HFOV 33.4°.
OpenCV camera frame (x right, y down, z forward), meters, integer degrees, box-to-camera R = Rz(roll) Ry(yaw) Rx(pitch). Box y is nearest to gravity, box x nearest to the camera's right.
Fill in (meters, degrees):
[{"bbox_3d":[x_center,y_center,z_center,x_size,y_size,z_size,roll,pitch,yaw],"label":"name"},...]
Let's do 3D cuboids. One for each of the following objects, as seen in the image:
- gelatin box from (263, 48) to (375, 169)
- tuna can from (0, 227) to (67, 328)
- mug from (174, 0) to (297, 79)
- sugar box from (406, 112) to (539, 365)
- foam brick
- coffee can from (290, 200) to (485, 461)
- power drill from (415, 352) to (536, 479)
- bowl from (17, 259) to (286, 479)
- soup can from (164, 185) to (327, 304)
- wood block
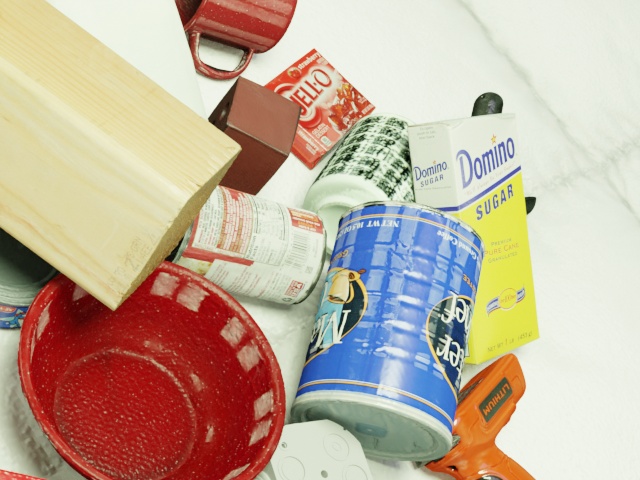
[{"bbox_3d":[-0.006,-0.108,0.862,0.073,0.030,0.089,44,43,2],"label":"gelatin box"},{"bbox_3d":[-0.189,0.009,0.640,0.086,0.034,0.086,19,49,-23],"label":"tuna can"},{"bbox_3d":[-0.072,-0.185,0.842,0.081,0.093,0.117,12,82,-34],"label":"mug"},{"bbox_3d":[0.116,-0.004,0.795,0.093,0.048,0.176,-14,101,-48],"label":"sugar box"},{"bbox_3d":[-0.057,-0.068,0.761,0.051,0.078,0.053,28,46,-18],"label":"foam brick"},{"bbox_3d":[0.046,0.060,0.695,0.102,0.103,0.140,24,62,-18],"label":"coffee can"},{"bbox_3d":[0.166,0.174,0.749,0.188,0.057,0.184,49,44,7],"label":"power drill"},{"bbox_3d":[-0.103,0.089,0.621,0.162,0.055,0.162,20,45,-21],"label":"bowl"},{"bbox_3d":[-0.055,0.001,0.717,0.102,0.069,0.068,15,50,-26],"label":"soup can"},{"bbox_3d":[-0.161,-0.069,0.602,0.206,0.090,0.090,37,29,-1],"label":"wood block"}]
